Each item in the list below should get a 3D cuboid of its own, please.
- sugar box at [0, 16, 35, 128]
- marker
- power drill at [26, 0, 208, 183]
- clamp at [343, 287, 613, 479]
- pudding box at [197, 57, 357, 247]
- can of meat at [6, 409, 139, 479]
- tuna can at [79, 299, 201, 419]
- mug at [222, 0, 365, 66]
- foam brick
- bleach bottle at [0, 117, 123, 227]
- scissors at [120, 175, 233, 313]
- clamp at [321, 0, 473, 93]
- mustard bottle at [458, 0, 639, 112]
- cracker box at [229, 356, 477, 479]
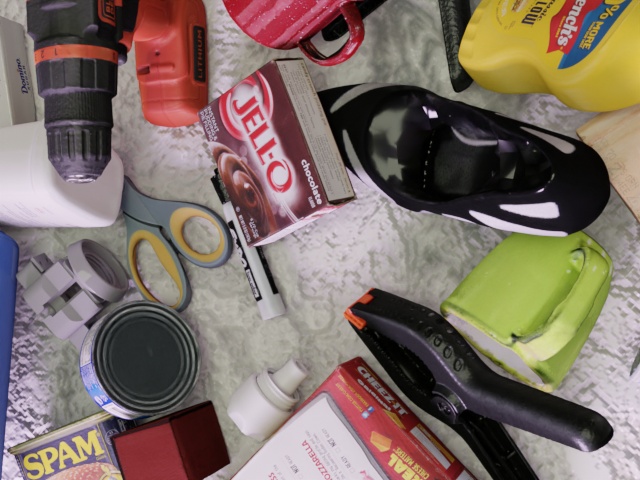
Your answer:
[{"bbox_3d":[-0.321,-0.117,0.865,0.176,0.048,0.093,-8,88,12],"label":"sugar box"},{"bbox_3d":[-0.055,0.001,0.802,0.020,0.020,0.121,-22,84,15],"label":"marker"},{"bbox_3d":[-0.135,-0.126,0.737,0.057,0.187,0.184,-1,88,14],"label":"power drill"},{"bbox_3d":[0.099,0.111,0.724,0.036,0.164,0.210,-37,55,-25],"label":"clamp"},{"bbox_3d":[-0.033,-0.063,0.768,0.090,0.039,0.113,-27,84,43],"label":"pudding box"},{"bbox_3d":[-0.177,0.179,0.820,0.102,0.057,0.084,-23,87,15],"label":"can of meat"},{"bbox_3d":[-0.134,0.089,0.792,0.034,0.085,0.086,-27,81,54],"label":"tuna can"},{"bbox_3d":[-0.011,-0.174,0.731,0.082,0.093,0.117,-33,86,46],"label":"mug"},{"bbox_3d":[-0.110,0.155,0.789,0.053,0.078,0.051,-21,85,17],"label":"foam brick"},{"bbox_3d":[-0.283,-0.043,0.819,0.251,0.102,0.068,-3,71,21],"label":"bleach bottle"},{"bbox_3d":[-0.135,-0.042,0.827,0.096,0.016,0.202,-25,84,13],"label":"scissors"},{"bbox_3d":[0.087,-0.191,0.750,0.120,0.039,0.171,33,104,12],"label":"clamp"},{"bbox_3d":[0.170,-0.125,0.655,0.096,0.192,0.058,-50,121,-5],"label":"mustard bottle"},{"bbox_3d":[0.007,0.215,0.759,0.164,0.072,0.214,45,102,12],"label":"cracker box"}]
